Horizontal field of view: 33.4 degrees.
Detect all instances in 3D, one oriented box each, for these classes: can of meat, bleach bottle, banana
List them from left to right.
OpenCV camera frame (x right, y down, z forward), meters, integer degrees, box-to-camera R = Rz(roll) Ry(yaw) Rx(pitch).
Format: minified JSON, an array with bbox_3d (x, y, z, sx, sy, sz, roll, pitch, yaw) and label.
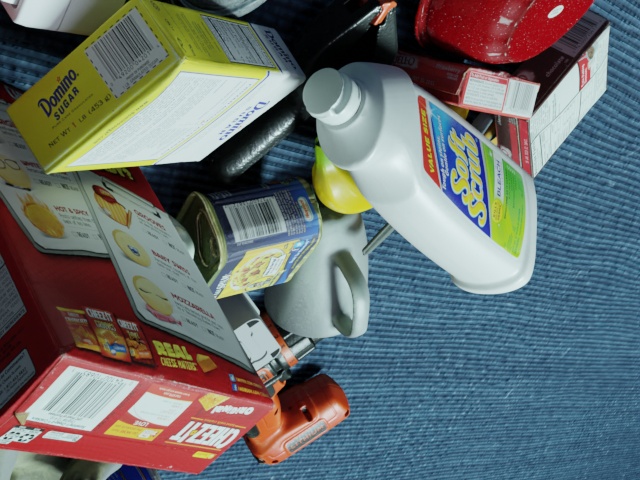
[{"bbox_3d":[-0.055,0.001,0.750,0.083,0.057,0.102,-13,159,-29],"label":"can of meat"},{"bbox_3d":[0.049,-0.059,0.774,0.197,0.037,0.070,-26,153,-52],"label":"banana"},{"bbox_3d":[0.068,-0.043,0.713,0.068,0.102,0.250,-5,161,33],"label":"bleach bottle"}]

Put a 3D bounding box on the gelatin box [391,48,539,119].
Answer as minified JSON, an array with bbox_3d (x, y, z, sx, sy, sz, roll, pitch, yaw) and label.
[{"bbox_3d":[0.100,-0.112,0.758,0.089,0.073,0.030,2,106,-45],"label":"gelatin box"}]

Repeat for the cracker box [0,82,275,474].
[{"bbox_3d":[-0.136,0.014,0.558,0.072,0.214,0.164,-43,148,14],"label":"cracker box"}]

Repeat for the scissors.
[{"bbox_3d":[0.096,-0.043,0.848,0.201,0.016,0.096,-48,163,-17],"label":"scissors"}]

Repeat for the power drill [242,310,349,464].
[{"bbox_3d":[-0.032,0.122,0.962,0.184,0.057,0.187,-31,146,-2],"label":"power drill"}]

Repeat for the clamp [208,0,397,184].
[{"bbox_3d":[-0.007,-0.098,0.708,0.120,0.039,0.172,-20,148,-35],"label":"clamp"}]

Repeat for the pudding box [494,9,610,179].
[{"bbox_3d":[0.183,-0.116,0.844,0.113,0.039,0.090,-48,153,-15],"label":"pudding box"}]

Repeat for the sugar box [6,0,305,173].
[{"bbox_3d":[-0.081,-0.081,0.582,0.093,0.048,0.176,-35,177,18],"label":"sugar box"}]

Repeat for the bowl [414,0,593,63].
[{"bbox_3d":[0.140,-0.171,0.709,0.162,0.055,0.162,-35,160,-15],"label":"bowl"}]
